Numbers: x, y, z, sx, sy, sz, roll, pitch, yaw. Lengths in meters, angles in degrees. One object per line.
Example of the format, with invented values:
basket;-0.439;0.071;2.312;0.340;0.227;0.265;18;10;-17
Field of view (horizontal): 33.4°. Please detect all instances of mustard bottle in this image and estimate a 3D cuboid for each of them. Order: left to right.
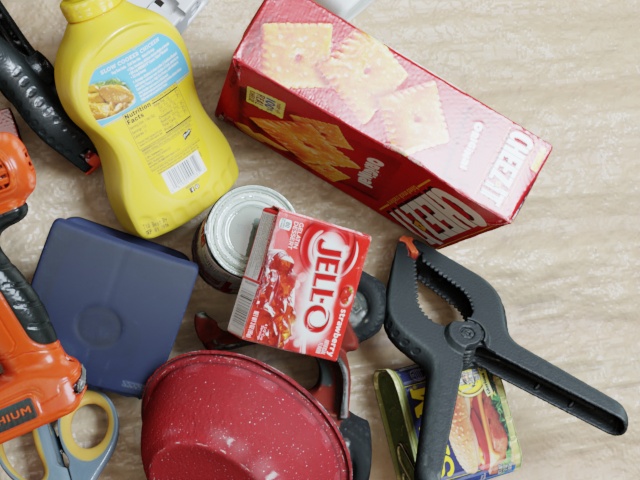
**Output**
mustard bottle;-0.131;-0.103;0.744;0.096;0.058;0.191;-36;122;-24

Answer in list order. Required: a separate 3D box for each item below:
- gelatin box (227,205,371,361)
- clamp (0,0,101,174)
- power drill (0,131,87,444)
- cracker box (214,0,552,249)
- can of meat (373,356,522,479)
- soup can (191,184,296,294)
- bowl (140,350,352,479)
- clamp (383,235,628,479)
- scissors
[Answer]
gelatin box;-0.013;0.029;0.708;0.073;0.030;0.089;16;91;-28
clamp;-0.213;-0.117;0.749;0.039;0.120;0.171;-39;97;16
power drill;-0.244;0.044;0.674;0.184;0.057;0.187;-22;105;-5
cracker box;0.033;-0.079;0.765;0.213;0.164;0.072;31;79;-6
can of meat;0.096;0.137;0.805;0.083;0.057;0.102;-13;85;-15
soup can;-0.055;0.001;0.768;0.068;0.102;0.068;2;82;-11
bowl;-0.062;0.155;0.717;0.162;0.162;0.055;42;38;-4
clamp;0.097;0.083;0.767;0.164;0.036;0.210;-19;55;-25
scissors;-0.156;0.185;0.733;0.096;0.016;0.202;-29;68;-18
